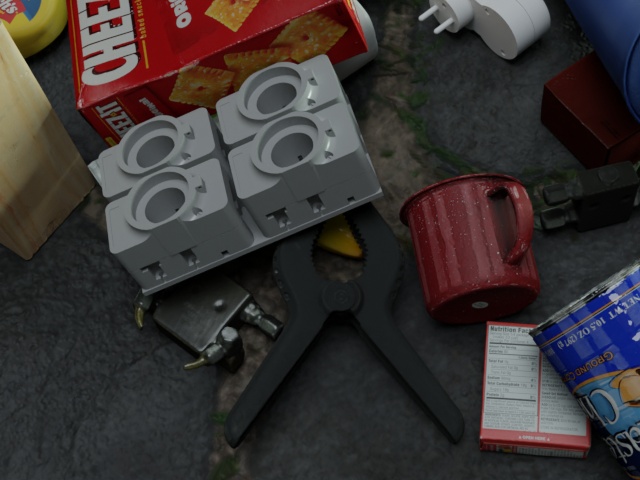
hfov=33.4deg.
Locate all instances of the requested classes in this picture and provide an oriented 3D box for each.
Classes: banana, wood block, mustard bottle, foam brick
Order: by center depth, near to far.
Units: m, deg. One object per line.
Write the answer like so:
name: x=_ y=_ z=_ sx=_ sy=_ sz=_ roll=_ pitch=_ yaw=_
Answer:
wood block: x=-0.255 y=-0.084 z=0.789 sx=0.091 sy=0.206 sz=0.090 roll=30 pitch=70 yaw=21
foam brick: x=0.213 y=-0.094 z=0.819 sx=0.053 sy=0.051 sz=0.078 roll=-32 pitch=63 yaw=-8
banana: x=-0.059 y=-0.017 z=0.827 sx=0.198 sy=0.037 sz=0.069 roll=-2 pitch=82 yaw=8
mustard bottle: x=-0.281 y=-0.197 z=0.936 sx=0.191 sy=0.058 sz=0.096 roll=-40 pitch=66 yaw=-14

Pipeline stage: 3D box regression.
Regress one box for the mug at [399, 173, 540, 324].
mug: x=0.114 y=0.004 z=0.749 sx=0.093 sy=0.117 sz=0.081 roll=3 pitch=64 yaw=-26

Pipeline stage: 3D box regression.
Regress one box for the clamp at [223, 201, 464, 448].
clamp: x=0.024 y=0.050 z=0.759 sx=0.164 sy=0.036 sz=0.210 roll=6 pitch=71 yaw=-1

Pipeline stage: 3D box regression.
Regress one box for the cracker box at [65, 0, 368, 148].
cracker box: x=-0.087 y=-0.182 z=0.822 sx=0.214 sy=0.072 sz=0.164 roll=-20 pitch=56 yaw=10

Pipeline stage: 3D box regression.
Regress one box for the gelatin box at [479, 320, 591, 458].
gelatin box: x=0.149 y=0.102 z=0.737 sx=0.073 sy=0.030 sz=0.089 roll=3 pitch=63 yaw=10
